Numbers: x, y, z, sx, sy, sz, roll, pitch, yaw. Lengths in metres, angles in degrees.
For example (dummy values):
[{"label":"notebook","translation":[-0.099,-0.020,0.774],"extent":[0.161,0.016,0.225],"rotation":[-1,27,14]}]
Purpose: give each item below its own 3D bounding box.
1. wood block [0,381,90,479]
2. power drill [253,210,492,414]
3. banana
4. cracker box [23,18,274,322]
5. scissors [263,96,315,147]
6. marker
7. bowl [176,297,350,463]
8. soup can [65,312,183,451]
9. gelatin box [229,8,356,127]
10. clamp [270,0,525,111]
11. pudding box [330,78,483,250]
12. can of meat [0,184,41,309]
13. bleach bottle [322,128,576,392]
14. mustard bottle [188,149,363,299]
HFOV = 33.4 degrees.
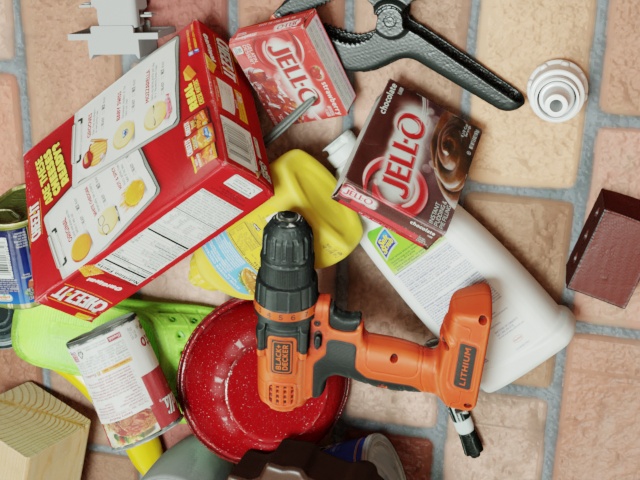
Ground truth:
[{"label":"wood block","translation":[-0.306,0.260,1.073],"extent":[0.091,0.090,0.206],"rotation":[27,117,24]},{"label":"power drill","translation":[0.039,0.064,0.851],"extent":[0.187,0.057,0.184],"rotation":[6,124,6]},{"label":"banana","translation":[-0.213,0.159,1.056],"extent":[0.198,0.037,0.070],"rotation":[47,139,-4]},{"label":"cracker box","translation":[-0.147,-0.055,0.884],"extent":[0.214,0.164,0.072],"rotation":[-33,140,23]},{"label":"scissors","translation":[-0.081,-0.061,0.917],"extent":[0.016,0.096,0.202],"rotation":[41,101,-21]},{"label":"marker","translation":[0.123,0.146,0.974],"extent":[0.020,0.020,0.121],"rotation":[-17,106,19]},{"label":"bowl","translation":[-0.044,0.127,0.946],"extent":[0.162,0.055,0.162],"rotation":[-1,93,-14]},{"label":"soup can","translation":[-0.170,0.122,0.925],"extent":[0.069,0.068,0.102],"rotation":[-22,95,20]},{"label":"gelatin box","translation":[-0.022,-0.138,0.869],"extent":[0.073,0.030,0.089],"rotation":[-6,129,32]},{"label":"clamp","translation":[0.063,-0.189,0.843],"extent":[0.210,0.036,0.164],"rotation":[8,121,13]},{"label":"pudding box","translation":[0.070,-0.061,0.850],"extent":[0.090,0.113,0.039],"rotation":[28,147,-8]},{"label":"can of meat","translation":[-0.266,0.005,0.970],"extent":[0.057,0.102,0.084],"rotation":[2,113,13]},{"label":"bleach bottle","translation":[0.099,0.006,0.902],"extent":[0.103,0.068,0.251],"rotation":[-38,96,23]},{"label":"mustard bottle","translation":[-0.056,0.001,0.920],"extent":[0.192,0.058,0.096],"rotation":[-30,103,44]}]
